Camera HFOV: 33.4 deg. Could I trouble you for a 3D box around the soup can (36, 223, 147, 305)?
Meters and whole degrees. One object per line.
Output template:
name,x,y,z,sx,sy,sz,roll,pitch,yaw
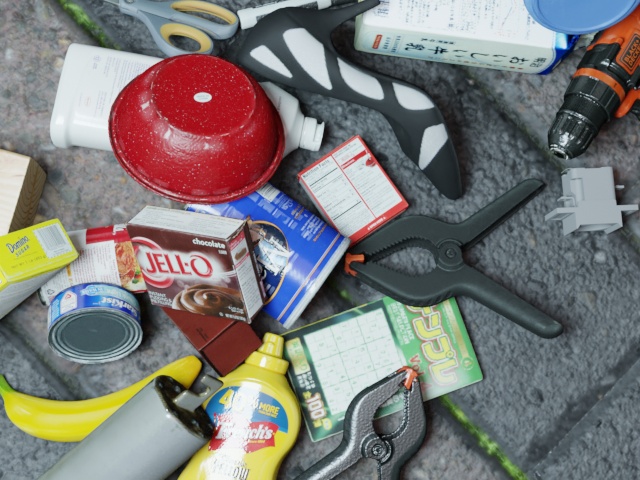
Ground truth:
soup can,-0.212,0.022,0.998,0.102,0.068,0.068,-8,84,-4

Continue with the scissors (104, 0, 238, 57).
scissors,-0.181,-0.216,1.035,0.201,0.016,0.096,8,47,-4

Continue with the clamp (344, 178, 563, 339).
clamp,0.130,0.027,1.025,0.210,0.036,0.164,-8,66,-3

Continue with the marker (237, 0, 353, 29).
marker,-0.022,-0.235,1.067,0.121,0.020,0.020,-15,84,-6

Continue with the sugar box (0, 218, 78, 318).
sugar box,-0.301,0.048,0.933,0.176,0.093,0.048,-31,87,30

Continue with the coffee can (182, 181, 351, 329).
coffee can,-0.057,0.001,0.994,0.140,0.103,0.103,35,82,1

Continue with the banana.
banana,-0.208,0.151,0.998,0.197,0.037,0.069,-5,86,-5

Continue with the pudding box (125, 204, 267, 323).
pudding box,-0.109,0.020,0.938,0.114,0.090,0.039,7,39,28

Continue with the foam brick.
foam brick,-0.102,0.077,0.990,0.053,0.051,0.078,-40,50,-8

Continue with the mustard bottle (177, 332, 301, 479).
mustard bottle,-0.070,0.180,0.994,0.096,0.058,0.191,16,82,5

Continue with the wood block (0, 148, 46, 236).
wood block,-0.372,-0.055,0.985,0.206,0.090,0.091,15,82,-3

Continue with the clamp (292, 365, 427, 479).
clamp,0.058,0.204,1.005,0.120,0.039,0.171,34,91,-11

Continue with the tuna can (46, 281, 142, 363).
tuna can,-0.208,0.076,0.982,0.086,0.086,0.034,-7,51,-5

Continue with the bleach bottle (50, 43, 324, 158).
bleach bottle,-0.123,-0.117,1.024,0.250,0.068,0.102,11,79,-5

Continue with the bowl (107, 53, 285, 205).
bowl,-0.106,-0.112,0.947,0.162,0.055,0.162,6,58,-9

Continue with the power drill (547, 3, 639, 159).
power drill,0.319,-0.115,1.026,0.187,0.057,0.184,37,77,-19

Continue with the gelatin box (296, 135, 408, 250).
gelatin box,0.030,-0.047,1.042,0.073,0.030,0.089,-34,84,-7
